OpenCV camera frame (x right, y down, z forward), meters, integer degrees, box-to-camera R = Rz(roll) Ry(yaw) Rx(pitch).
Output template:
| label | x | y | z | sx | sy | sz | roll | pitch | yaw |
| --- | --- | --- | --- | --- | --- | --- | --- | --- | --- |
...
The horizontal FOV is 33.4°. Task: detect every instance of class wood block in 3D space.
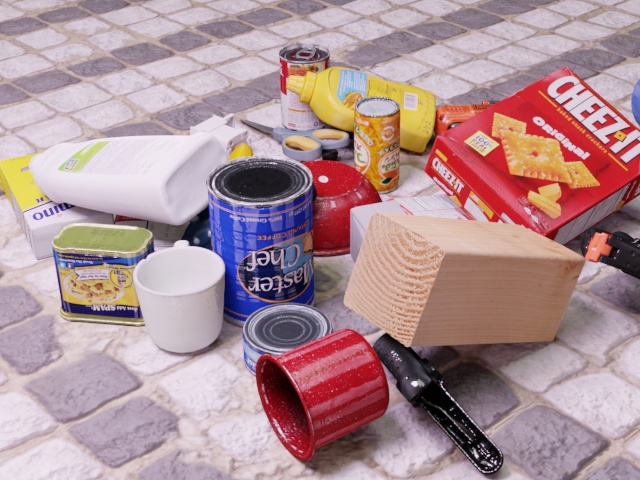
| label | x | y | z | sx | sy | sz | roll | pitch | yaw |
| --- | --- | --- | --- | --- | --- | --- | --- | --- | --- |
| wood block | 0.133 | 0.035 | 0.963 | 0.205 | 0.091 | 0.090 | 3 | 21 | -43 |

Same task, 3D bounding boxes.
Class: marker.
| label | x | y | z | sx | sy | sz | roll | pitch | yaw |
| --- | --- | --- | --- | --- | --- | --- | --- | --- | --- |
| marker | -0.027 | -0.092 | 1.320 | 0.120 | 0.020 | 0.020 | -23 | 38 | -32 |

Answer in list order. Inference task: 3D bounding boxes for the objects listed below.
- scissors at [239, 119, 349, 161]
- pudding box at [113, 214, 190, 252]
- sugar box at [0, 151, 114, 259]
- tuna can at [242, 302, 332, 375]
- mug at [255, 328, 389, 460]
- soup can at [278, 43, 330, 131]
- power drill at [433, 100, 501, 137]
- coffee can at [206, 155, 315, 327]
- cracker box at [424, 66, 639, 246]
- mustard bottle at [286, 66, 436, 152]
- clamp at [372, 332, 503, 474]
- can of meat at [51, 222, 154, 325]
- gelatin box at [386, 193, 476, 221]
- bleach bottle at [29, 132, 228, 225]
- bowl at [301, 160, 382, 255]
| label | x | y | z | sx | sy | sz | roll | pitch | yaw |
| --- | --- | --- | --- | --- | --- | --- | --- | --- | --- |
| scissors | -0.031 | -0.140 | 1.384 | 0.096 | 0.016 | 0.202 | -13 | 24 | -17 |
| pudding box | -0.180 | -0.001 | 1.155 | 0.090 | 0.039 | 0.113 | 0 | 34 | -3 |
| sugar box | -0.306 | -0.048 | 1.230 | 0.093 | 0.048 | 0.176 | -15 | 33 | -22 |
| tuna can | -0.030 | 0.094 | 0.996 | 0.086 | 0.034 | 0.086 | -1 | 31 | 0 |
| mug | -0.001 | 0.126 | 0.896 | 0.081 | 0.093 | 0.117 | -21 | -5 | -25 |
| soup can | -0.020 | -0.203 | 1.424 | 0.068 | 0.102 | 0.068 | -1 | 31 | 0 |
| power drill | 0.240 | -0.116 | 1.320 | 0.184 | 0.057 | 0.187 | -2 | 29 | -1 |
| coffee can | -0.057 | 0.001 | 1.048 | 0.103 | 0.140 | 0.103 | -1 | 31 | 0 |
| cracker box | 0.249 | -0.086 | 1.175 | 0.213 | 0.072 | 0.164 | -30 | 65 | -27 |
| mustard bottle | 0.050 | -0.176 | 1.366 | 0.191 | 0.058 | 0.096 | 15 | 48 | -8 |
| clamp | 0.081 | 0.117 | 0.895 | 0.039 | 0.120 | 0.172 | -40 | 35 | -4 |
| can of meat | -0.211 | 0.032 | 1.057 | 0.102 | 0.084 | 0.057 | 4 | 32 | 8 |
| gelatin box | 0.125 | -0.021 | 1.177 | 0.089 | 0.030 | 0.073 | -5 | 29 | -29 |
| bleach bottle | -0.219 | -0.075 | 1.140 | 0.251 | 0.068 | 0.102 | 9 | 43 | 39 |
| bowl | 0.001 | -0.047 | 1.210 | 0.162 | 0.055 | 0.162 | 0 | 31 | 0 |
